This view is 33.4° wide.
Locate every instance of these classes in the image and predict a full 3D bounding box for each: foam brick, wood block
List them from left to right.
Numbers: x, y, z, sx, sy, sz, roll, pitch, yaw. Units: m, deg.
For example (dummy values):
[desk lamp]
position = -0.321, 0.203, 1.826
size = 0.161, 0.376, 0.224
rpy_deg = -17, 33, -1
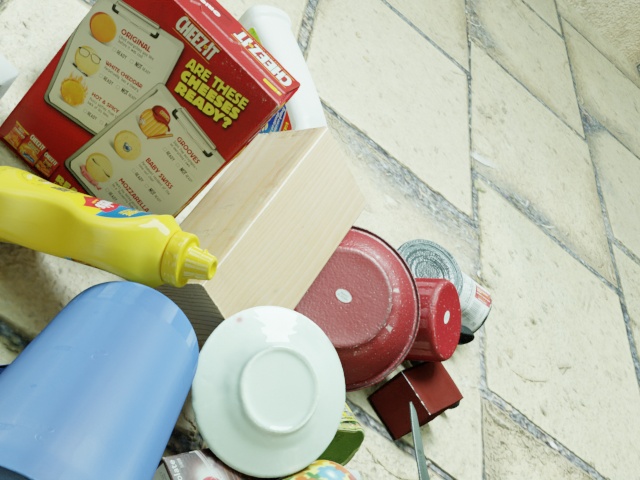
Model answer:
[wood block]
position = -0.056, 0.001, 0.912
size = 0.205, 0.090, 0.090
rpy_deg = -54, 128, -37
[foam brick]
position = 0.095, 0.156, 1.061
size = 0.078, 0.053, 0.051
rpy_deg = -11, 62, -56

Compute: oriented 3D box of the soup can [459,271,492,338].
[soup can]
position = 0.139, 0.059, 1.222
size = 0.102, 0.069, 0.068
rpy_deg = 36, 31, -20

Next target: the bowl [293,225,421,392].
[bowl]
position = 0.016, 0.056, 0.971
size = 0.162, 0.162, 0.055
rpy_deg = 51, -12, 7

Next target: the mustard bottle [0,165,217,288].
[mustard bottle]
position = -0.167, -0.005, 0.804
size = 0.192, 0.058, 0.096
rpy_deg = 17, 2, 15

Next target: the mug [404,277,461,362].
[mug]
position = 0.093, 0.083, 1.060
size = 0.117, 0.082, 0.093
rpy_deg = 51, 46, -50

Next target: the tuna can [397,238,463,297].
[tuna can]
position = 0.109, 0.042, 1.138
size = 0.086, 0.034, 0.086
rpy_deg = 13, 57, -21

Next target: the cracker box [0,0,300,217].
[cracker box]
position = -0.147, -0.110, 0.899
size = 0.164, 0.214, 0.072
rpy_deg = 44, 29, -5

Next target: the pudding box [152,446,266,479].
[pudding box]
position = -0.071, 0.209, 0.787
size = 0.089, 0.039, 0.113
rpy_deg = 0, 53, -51

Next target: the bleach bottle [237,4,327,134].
[bleach bottle]
position = -0.036, -0.144, 1.203
size = 0.067, 0.103, 0.251
rpy_deg = 6, 47, -43

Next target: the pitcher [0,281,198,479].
[pitcher]
position = -0.171, 0.122, 0.688
size = 0.149, 0.145, 0.242
rpy_deg = 53, 23, -15
